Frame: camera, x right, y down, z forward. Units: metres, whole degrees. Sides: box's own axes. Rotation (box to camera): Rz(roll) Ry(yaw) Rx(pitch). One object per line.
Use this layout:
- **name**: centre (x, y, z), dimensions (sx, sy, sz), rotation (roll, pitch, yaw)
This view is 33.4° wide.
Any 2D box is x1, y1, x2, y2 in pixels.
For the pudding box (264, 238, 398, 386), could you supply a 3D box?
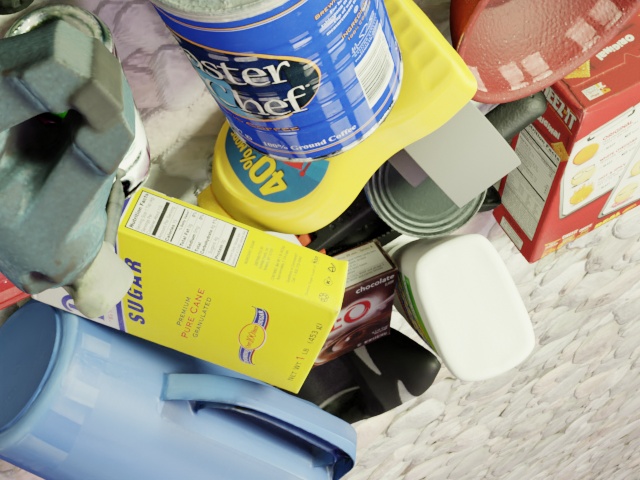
- **pudding box**: centre (0.001, 0.056, 0.813), dimensions (0.113, 0.039, 0.090), rotation (-24, 147, -18)

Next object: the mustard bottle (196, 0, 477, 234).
- **mustard bottle**: centre (-0.007, -0.061, 0.629), dimensions (0.192, 0.096, 0.058), rotation (-42, 151, 16)

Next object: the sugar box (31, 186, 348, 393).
- **sugar box**: centre (-0.080, 0.024, 0.629), dimensions (0.176, 0.048, 0.093), rotation (18, 137, -5)

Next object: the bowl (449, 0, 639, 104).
- **bowl**: centre (0.137, -0.162, 0.666), dimensions (0.162, 0.055, 0.162), rotation (-26, 152, -15)

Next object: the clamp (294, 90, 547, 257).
- **clamp**: centre (0.075, -0.031, 0.835), dimensions (0.210, 0.036, 0.164), rotation (-27, 158, -9)

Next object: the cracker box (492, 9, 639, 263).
- **cracker box**: centre (0.237, -0.092, 0.878), dimensions (0.164, 0.072, 0.214), rotation (-26, 152, -16)

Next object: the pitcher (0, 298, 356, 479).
- **pitcher**: centre (-0.102, 0.127, 0.725), dimensions (0.242, 0.145, 0.149), rotation (34, 93, -37)

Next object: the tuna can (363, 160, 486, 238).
- **tuna can**: centre (0.073, -0.045, 0.754), dimensions (0.086, 0.086, 0.034), rotation (-34, -173, 0)

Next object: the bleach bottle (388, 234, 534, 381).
- **bleach bottle**: centre (0.094, 0.047, 0.848), dimensions (0.068, 0.102, 0.251), rotation (-23, 180, -4)

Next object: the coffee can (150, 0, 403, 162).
- **coffee can**: centre (-0.021, -0.114, 0.516), dimensions (0.103, 0.103, 0.140), rotation (-34, 154, -1)
